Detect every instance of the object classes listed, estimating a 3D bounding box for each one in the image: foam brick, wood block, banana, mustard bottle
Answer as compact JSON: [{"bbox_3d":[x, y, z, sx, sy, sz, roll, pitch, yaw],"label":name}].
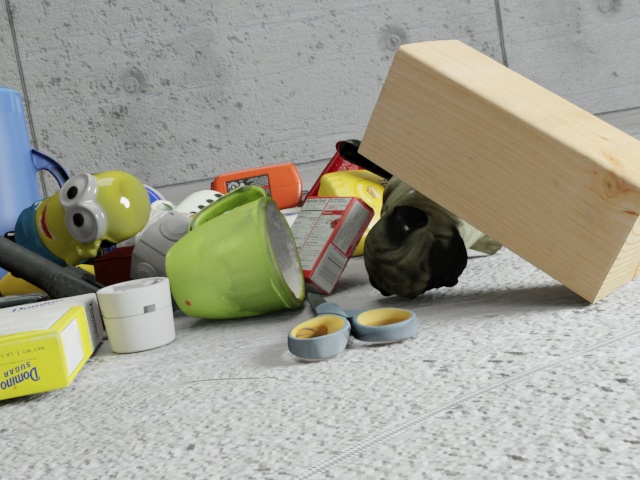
[{"bbox_3d":[-0.181,0.034,1.038,0.053,0.051,0.078,-8,8,8],"label":"foam brick"},{"bbox_3d":[0.142,-0.056,0.759,0.206,0.091,0.090,35,30,26],"label":"wood block"},{"bbox_3d":[-0.289,0.048,1.152,0.198,0.037,0.069,-2,-19,30],"label":"banana"},{"bbox_3d":[0.101,-0.042,1.137,0.191,0.058,0.096,-11,50,-18],"label":"mustard bottle"}]

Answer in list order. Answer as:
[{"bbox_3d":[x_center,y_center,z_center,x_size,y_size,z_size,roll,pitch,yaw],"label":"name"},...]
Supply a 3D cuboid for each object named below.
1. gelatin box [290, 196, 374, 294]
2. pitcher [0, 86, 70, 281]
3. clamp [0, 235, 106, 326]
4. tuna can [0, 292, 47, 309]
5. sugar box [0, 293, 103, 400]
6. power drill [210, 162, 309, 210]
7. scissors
[{"bbox_3d":[-0.001,0.003,0.937,0.073,0.030,0.089,1,56,55],"label":"gelatin box"},{"bbox_3d":[-0.392,-0.060,1.295,0.145,0.243,0.149,-7,1,31],"label":"pitcher"},{"bbox_3d":[-0.213,0.042,0.937,0.172,0.039,0.120,27,4,35],"label":"clamp"},{"bbox_3d":[-0.282,0.072,0.944,0.086,0.034,0.086,-9,7,1],"label":"tuna can"},{"bbox_3d":[-0.217,0.077,0.777,0.093,0.048,0.176,-10,4,-2],"label":"sugar box"},{"bbox_3d":[-0.052,-0.043,1.299,0.184,0.057,0.187,-12,-11,2],"label":"power drill"},{"bbox_3d":[0.024,0.053,0.769,0.096,0.016,0.201,-7,7,8],"label":"scissors"}]
